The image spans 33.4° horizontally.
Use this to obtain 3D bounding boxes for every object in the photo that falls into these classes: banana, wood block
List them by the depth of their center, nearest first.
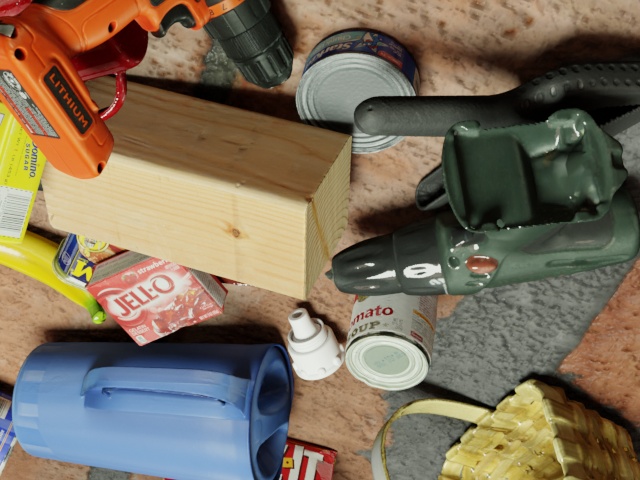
[{"bbox_3d":[-0.090,-0.041,0.773,0.206,0.090,0.091,16,135,15],"label":"wood block"},{"bbox_3d":[-0.263,0.009,0.906,0.197,0.069,0.037,24,98,-3],"label":"banana"}]

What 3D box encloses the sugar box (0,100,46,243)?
[{"bbox_3d":[-0.270,-0.066,0.759,0.176,0.093,0.048,20,-176,35],"label":"sugar box"}]

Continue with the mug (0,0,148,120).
[{"bbox_3d":[-0.166,-0.136,0.721,0.082,0.093,0.117,-11,99,16],"label":"mug"}]

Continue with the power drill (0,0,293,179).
[{"bbox_3d":[-0.109,-0.127,0.665,0.057,0.187,0.184,8,141,46],"label":"power drill"}]

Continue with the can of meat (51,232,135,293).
[{"bbox_3d":[-0.159,0.004,0.883,0.102,0.057,0.084,25,130,-12],"label":"can of meat"}]

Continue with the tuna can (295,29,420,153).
[{"bbox_3d":[0.027,-0.105,0.753,0.086,0.033,0.086,6,134,7],"label":"tuna can"}]

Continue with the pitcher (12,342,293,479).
[{"bbox_3d":[-0.154,0.149,0.970,0.243,0.145,0.149,2,113,15],"label":"pitcher"}]

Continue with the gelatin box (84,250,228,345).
[{"bbox_3d":[-0.131,0.040,0.851,0.089,0.030,0.073,-22,123,24],"label":"gelatin box"}]

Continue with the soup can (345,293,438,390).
[{"bbox_3d":[0.059,0.060,0.856,0.068,0.102,0.068,7,134,7],"label":"soup can"}]

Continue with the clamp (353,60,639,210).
[{"bbox_3d":[0.139,-0.076,0.736,0.210,0.036,0.164,-13,159,9],"label":"clamp"}]
